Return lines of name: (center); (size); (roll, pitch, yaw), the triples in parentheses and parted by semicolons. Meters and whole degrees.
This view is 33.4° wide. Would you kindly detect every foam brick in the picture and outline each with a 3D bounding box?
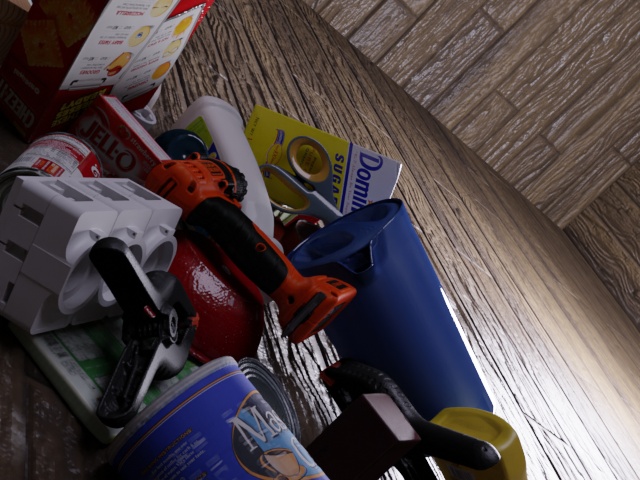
foam brick: (0.036, 0.174, 0.912); (0.053, 0.078, 0.051); (53, 19, 24)

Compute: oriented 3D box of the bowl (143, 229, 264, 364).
bowl: (-0.100, 0.041, 0.907); (0.162, 0.055, 0.162); (43, 9, -9)

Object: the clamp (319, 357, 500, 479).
clamp: (0.076, 0.189, 0.978); (0.036, 0.164, 0.210); (-28, 47, -29)

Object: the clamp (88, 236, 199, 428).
clamp: (-0.120, 0.070, 0.741); (0.171, 0.039, 0.120); (41, 53, -74)

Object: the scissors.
scissors: (0.023, -0.038, 1.150); (0.201, 0.096, 0.016); (28, -11, -10)

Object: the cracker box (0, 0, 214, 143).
cracker box: (-0.184, -0.198, 0.958); (0.072, 0.214, 0.163); (48, 36, 10)

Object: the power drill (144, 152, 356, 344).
power drill: (-0.056, 0.001, 0.924); (0.188, 0.057, 0.184); (43, 12, 7)

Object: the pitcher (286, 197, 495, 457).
pitcher: (0.074, 0.087, 1.065); (0.149, 0.145, 0.243); (-43, 110, -45)

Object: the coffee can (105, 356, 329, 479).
coffee can: (-0.053, 0.159, 0.673); (0.140, 0.103, 0.102); (49, 16, 13)

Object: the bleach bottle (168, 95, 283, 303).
bleach bottle: (-0.090, -0.036, 1.073); (0.068, 0.103, 0.251); (27, 23, -42)

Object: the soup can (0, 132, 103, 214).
soup can: (-0.213, -0.039, 0.827); (0.068, 0.068, 0.102); (42, 16, -13)

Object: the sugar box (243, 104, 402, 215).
sugar box: (-0.007, -0.075, 1.179); (0.176, 0.093, 0.048); (21, -2, 0)

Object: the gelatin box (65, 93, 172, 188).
gelatin box: (-0.191, -0.078, 0.974); (0.089, 0.073, 0.030); (48, 16, 7)

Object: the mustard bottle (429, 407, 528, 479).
mustard bottle: (0.165, 0.250, 1.004); (0.096, 0.058, 0.191); (8, -54, 48)
